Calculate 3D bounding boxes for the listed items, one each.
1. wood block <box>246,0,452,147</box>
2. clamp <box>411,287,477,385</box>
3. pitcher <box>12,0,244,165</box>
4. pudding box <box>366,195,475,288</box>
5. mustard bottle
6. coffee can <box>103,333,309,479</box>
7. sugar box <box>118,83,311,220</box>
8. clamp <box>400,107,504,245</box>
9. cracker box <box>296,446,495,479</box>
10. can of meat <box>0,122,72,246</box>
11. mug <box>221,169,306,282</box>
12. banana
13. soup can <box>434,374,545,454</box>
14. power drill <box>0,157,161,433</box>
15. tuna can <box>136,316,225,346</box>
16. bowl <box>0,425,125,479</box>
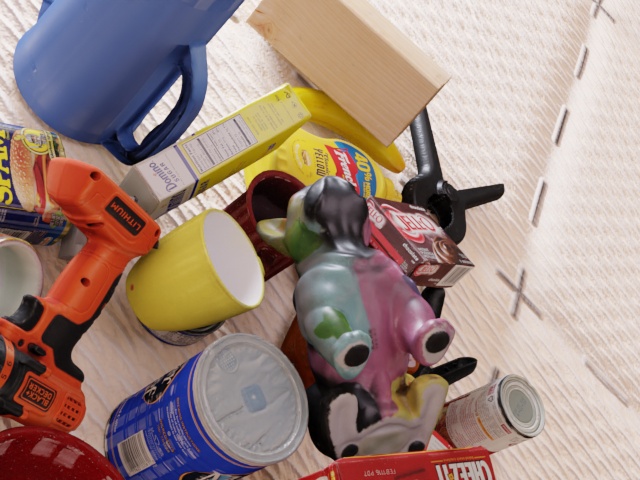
[{"bbox_3d":[0.033,-0.209,1.173,0.206,0.091,0.090,42,23,1],"label":"wood block"},{"bbox_3d":[0.105,0.143,1.083,0.120,0.039,0.171,50,60,-31],"label":"clamp"},{"bbox_3d":[-0.150,-0.184,0.915,0.149,0.243,0.145,31,49,-24],"label":"pitcher"},{"bbox_3d":[0.092,0.003,1.055,0.090,0.039,0.113,52,20,25],"label":"pudding box"},{"bbox_3d":[0.011,-0.063,1.127,0.191,0.058,0.096,14,56,-37],"label":"mustard bottle"},{"bbox_3d":[-0.091,0.145,0.840,0.102,0.141,0.103,22,52,-32],"label":"coffee can"},{"bbox_3d":[-0.099,-0.075,0.969,0.176,0.093,0.048,-36,90,-28],"label":"sugar box"},{"bbox_3d":[0.135,-0.061,1.256,0.164,0.036,0.209,47,43,-11],"label":"clamp"},{"bbox_3d":[0.011,0.223,0.831,0.163,0.214,0.072,4,63,-41],"label":"cracker box"},{"bbox_3d":[-0.255,-0.047,0.873,0.083,0.058,0.102,9,60,-42],"label":"can of meat"},{"bbox_3d":[-0.057,0.001,1.006,0.093,0.082,0.117,33,47,-24],"label":"mug"},{"bbox_3d":[0.016,-0.129,1.191,0.197,0.037,0.069,16,63,-35],"label":"banana"},{"bbox_3d":[0.169,0.183,1.086,0.068,0.102,0.068,23,51,-32],"label":"soup can"},{"bbox_3d":[-0.206,0.036,0.780,0.187,0.057,0.184,-63,147,-16],"label":"power drill"},{"bbox_3d":[-0.124,0.050,0.949,0.086,0.034,0.086,22,52,-32],"label":"tuna can"},{"bbox_3d":[-0.201,0.215,0.749,0.162,0.055,0.162,32,37,-29],"label":"bowl"}]
